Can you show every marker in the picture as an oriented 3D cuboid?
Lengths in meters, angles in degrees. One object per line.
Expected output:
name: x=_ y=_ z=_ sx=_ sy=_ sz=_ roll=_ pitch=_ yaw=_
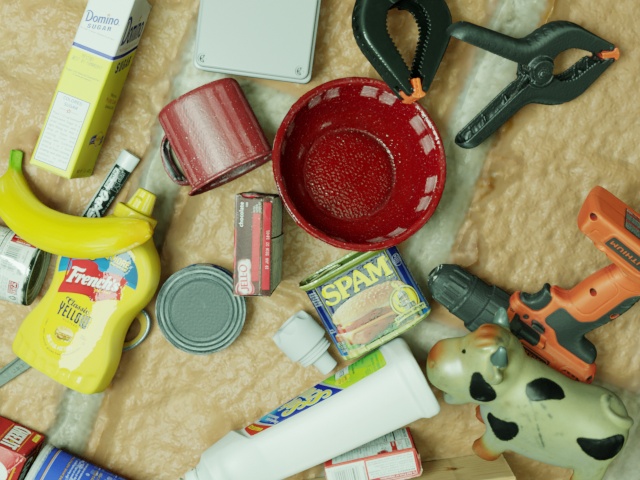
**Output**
marker: x=-0.213 y=-0.033 z=1.021 sx=0.020 sy=0.020 sz=0.121 roll=34 pitch=94 yaw=-2

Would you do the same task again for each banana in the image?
banana: x=-0.237 y=-0.022 z=0.965 sx=0.198 sy=0.037 sz=0.069 roll=27 pitch=93 yaw=29

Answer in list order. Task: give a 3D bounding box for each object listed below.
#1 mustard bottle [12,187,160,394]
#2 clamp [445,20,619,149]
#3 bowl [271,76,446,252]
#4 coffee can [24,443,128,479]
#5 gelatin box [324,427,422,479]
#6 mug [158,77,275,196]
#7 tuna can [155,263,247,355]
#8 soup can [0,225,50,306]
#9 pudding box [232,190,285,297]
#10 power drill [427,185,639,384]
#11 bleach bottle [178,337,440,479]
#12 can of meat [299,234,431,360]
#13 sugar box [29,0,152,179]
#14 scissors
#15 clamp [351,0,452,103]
mustard bottle: x=-0.203 y=0.039 z=0.991 sx=0.096 sy=0.058 sz=0.191 roll=28 pitch=91 yaw=14
clamp: x=0.190 y=-0.165 z=0.979 sx=0.171 sy=0.039 sz=0.120 roll=-24 pitch=126 yaw=-10
bowl: x=0.032 y=-0.067 z=0.988 sx=0.162 sy=0.055 sz=0.162 roll=1 pitch=83 yaw=-9
coffee can: x=-0.215 y=0.267 z=1.005 sx=0.140 sy=0.103 sz=0.103 roll=25 pitch=94 yaw=-2
gelatin box: x=0.049 y=0.209 z=1.013 sx=0.089 sy=0.073 sz=0.030 roll=-12 pitch=95 yaw=1
mug: x=-0.105 y=-0.093 z=0.989 sx=0.117 sy=0.093 sz=0.081 roll=-27 pitch=89 yaw=39
tuna can: x=-0.113 y=0.065 z=1.022 sx=0.086 sy=0.034 sz=0.086 roll=0 pitch=95 yaw=0
soup can: x=-0.313 y=0.016 z=1.002 sx=0.102 sy=0.068 sz=0.068 roll=17 pitch=95 yaw=-1
pudding box: x=-0.056 y=0.001 z=0.976 sx=0.039 sy=0.113 sz=0.090 roll=3 pitch=94 yaw=4
power drill: x=0.214 y=0.039 z=0.969 sx=0.184 sy=0.057 sz=0.188 roll=34 pitch=127 yaw=-7
bleach bottle: x=-0.017 y=0.180 z=0.996 sx=0.251 sy=0.102 sz=0.068 roll=-28 pitch=99 yaw=2
can of meat: x=0.044 y=0.053 z=1.009 sx=0.102 sy=0.057 sz=0.084 roll=-29 pitch=96 yaw=2
sugar box: x=-0.207 y=-0.145 z=0.975 sx=0.048 sy=0.093 sz=0.176 roll=23 pitch=95 yaw=-3
scissors: x=-0.245 y=0.109 z=1.035 sx=0.096 sy=0.016 sz=0.202 roll=40 pitch=94 yaw=0
clamp: x=0.078 y=-0.232 z=0.969 sx=0.164 sy=0.036 sz=0.210 roll=-14 pitch=89 yaw=-16
